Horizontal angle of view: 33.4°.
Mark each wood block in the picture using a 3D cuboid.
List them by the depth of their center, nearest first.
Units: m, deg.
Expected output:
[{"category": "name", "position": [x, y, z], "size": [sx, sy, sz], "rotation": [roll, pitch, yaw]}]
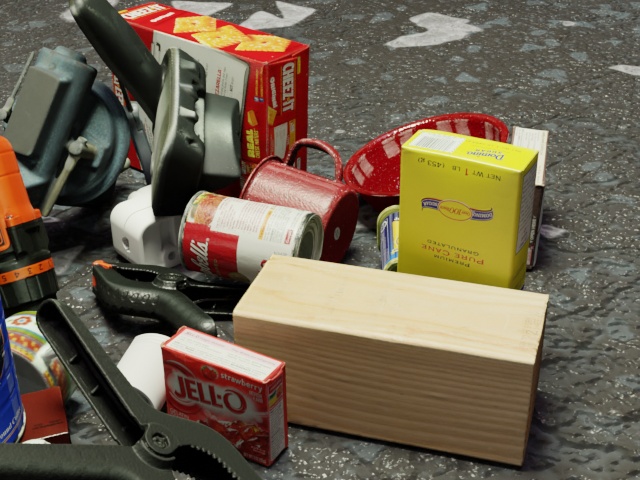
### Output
[{"category": "wood block", "position": [0.051, 0.081, 0.762], "size": [0.206, 0.091, 0.090], "rotation": [8, 31, 15]}]

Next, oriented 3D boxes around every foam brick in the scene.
[{"category": "foam brick", "position": [-0.204, 0.139, 0.708], "size": [0.078, 0.051, 0.053], "rotation": [-10, 33, -15]}]

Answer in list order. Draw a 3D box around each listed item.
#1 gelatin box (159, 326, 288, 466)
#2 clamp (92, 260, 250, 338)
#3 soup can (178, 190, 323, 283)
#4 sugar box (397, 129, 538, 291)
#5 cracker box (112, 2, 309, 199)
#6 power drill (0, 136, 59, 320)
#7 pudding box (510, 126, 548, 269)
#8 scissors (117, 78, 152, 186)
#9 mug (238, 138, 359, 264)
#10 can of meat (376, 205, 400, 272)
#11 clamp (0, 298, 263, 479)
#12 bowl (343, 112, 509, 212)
[{"category": "gelatin box", "position": [-0.067, 0.107, 0.737], "size": [0.089, 0.073, 0.030], "rotation": [16, 34, 26]}, {"category": "clamp", "position": [-0.121, 0.050, 0.860], "size": [0.172, 0.039, 0.120], "rotation": [8, 9, 20]}, {"category": "soup can", "position": [-0.056, 0.001, 0.873], "size": [0.102, 0.068, 0.068], "rotation": [11, 32, 18]}, {"category": "sugar box", "position": [0.106, 0.010, 0.798], "size": [0.093, 0.176, 0.048], "rotation": [15, 32, 25]}, {"category": "cracker box", "position": [-0.111, -0.133, 1.060], "size": [0.214, 0.164, 0.071], "rotation": [22, 36, 33]}, {"category": "power drill", "position": [-0.297, 0.026, 0.828], "size": [0.188, 0.184, 0.057], "rotation": [-14, 5, 12]}, {"category": "pudding box", "position": [0.182, -0.039, 0.966], "size": [0.039, 0.090, 0.113], "rotation": [6, 32, 9]}, {"category": "scissors", "position": [-0.169, -0.098, 0.991], "size": [0.016, 0.202, 0.096], "rotation": [-19, 57, -9]}, {"category": "mug", "position": [-0.015, -0.031, 0.939], "size": [0.082, 0.117, 0.093], "rotation": [19, 4, 21]}, {"category": "can of meat", "position": [0.100, 0.015, 0.909], "size": [0.102, 0.057, 0.084], "rotation": [0, 33, 2]}, {"category": "clamp", "position": [-0.108, 0.123, 0.644], "size": [0.209, 0.036, 0.164], "rotation": [30, 28, -17]}, {"category": "bowl", "position": [0.105, -0.062, 1.018], "size": [0.162, 0.055, 0.162], "rotation": [-15, 27, 8]}]
